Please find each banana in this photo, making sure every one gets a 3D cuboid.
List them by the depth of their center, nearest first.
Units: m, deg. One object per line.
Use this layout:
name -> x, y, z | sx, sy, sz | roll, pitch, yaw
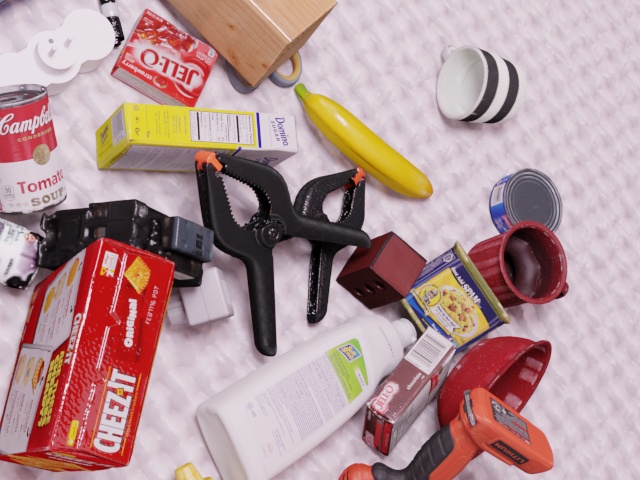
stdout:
banana -> 0.053, -0.101, 1.150 | 0.197, 0.037, 0.069 | 39, 25, -17

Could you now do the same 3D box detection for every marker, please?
marker -> -0.214, -0.252, 1.067 | 0.020, 0.020, 0.121 | -7, 82, -29

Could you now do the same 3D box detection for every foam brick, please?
foam brick -> 0.063, 0.032, 1.116 | 0.053, 0.078, 0.051 | 40, 64, -12

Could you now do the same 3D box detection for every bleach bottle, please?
bleach bottle -> 0.002, 0.150, 1.066 | 0.250, 0.068, 0.102 | -26, 97, -33

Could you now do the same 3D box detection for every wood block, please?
wood block -> -0.097, -0.270, 1.074 | 0.206, 0.090, 0.090 | 45, 54, -3

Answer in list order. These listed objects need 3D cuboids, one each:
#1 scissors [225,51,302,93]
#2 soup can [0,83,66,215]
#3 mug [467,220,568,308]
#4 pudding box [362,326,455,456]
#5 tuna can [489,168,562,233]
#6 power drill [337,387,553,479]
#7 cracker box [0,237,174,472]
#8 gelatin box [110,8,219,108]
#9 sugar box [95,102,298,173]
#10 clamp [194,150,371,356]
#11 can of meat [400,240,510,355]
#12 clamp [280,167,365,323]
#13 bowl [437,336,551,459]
scissors -> -0.059, -0.250, 1.152 | 0.096, 0.016, 0.202 | 13, 72, -27
soup can -> -0.267, -0.081, 0.949 | 0.068, 0.069, 0.102 | -20, 117, -30
mug -> 0.224, 0.036, 1.198 | 0.117, 0.082, 0.093 | 25, 68, -21
pudding box -> 0.089, 0.155, 1.090 | 0.039, 0.090, 0.113 | 36, 63, 19
tuna can -> 0.241, -0.040, 1.253 | 0.086, 0.034, 0.086 | 7, 75, -27
power drill -> 0.137, 0.244, 1.055 | 0.184, 0.188, 0.057 | 37, 23, -21
cracker box -> -0.199, 0.104, 0.879 | 0.072, 0.214, 0.164 | 18, 70, -24
gelatin box -> -0.155, -0.179, 1.075 | 0.089, 0.030, 0.073 | 29, 66, -19
sugar box -> -0.120, -0.097, 1.039 | 0.175, 0.093, 0.048 | -2, 79, -29
clamp -> -0.057, 0.001, 1.028 | 0.209, 0.036, 0.164 | 45, 73, -31
can of meat -> 0.140, 0.066, 1.141 | 0.084, 0.057, 0.102 | -34, 96, 9
clamp -> 0.000, -0.001, 1.114 | 0.171, 0.039, 0.120 | -45, 107, -22
bowl -> 0.173, 0.157, 1.127 | 0.161, 0.162, 0.055 | -35, 59, -30
